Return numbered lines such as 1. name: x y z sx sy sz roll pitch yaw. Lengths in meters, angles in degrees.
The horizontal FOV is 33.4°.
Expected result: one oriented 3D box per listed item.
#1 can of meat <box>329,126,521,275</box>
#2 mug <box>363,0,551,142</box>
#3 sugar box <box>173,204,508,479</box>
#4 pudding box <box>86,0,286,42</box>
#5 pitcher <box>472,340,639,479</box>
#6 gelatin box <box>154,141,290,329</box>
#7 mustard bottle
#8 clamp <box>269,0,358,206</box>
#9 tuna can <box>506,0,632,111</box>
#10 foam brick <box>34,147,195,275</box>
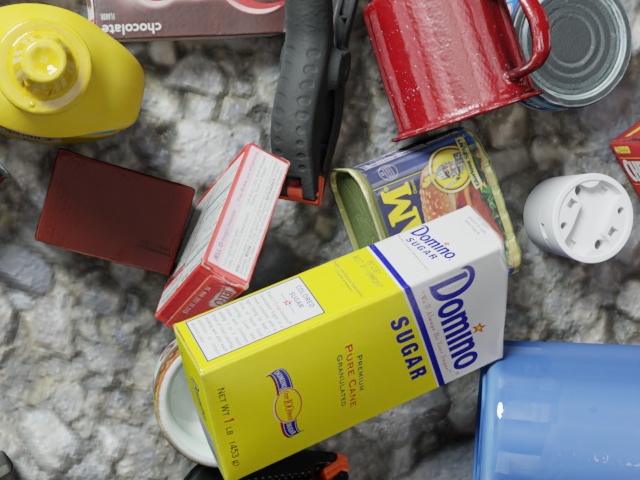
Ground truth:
1. can of meat: 0.065 -0.010 0.647 0.083 0.057 0.102 -22 100 -15
2. mug: 0.081 -0.112 0.616 0.093 0.117 0.081 -21 95 -37
3. sugar box: 0.016 0.055 0.571 0.176 0.048 0.093 -21 134 -14
4. pudding box: -0.078 -0.159 0.605 0.113 0.039 0.090 -6 96 -14
5. pitcher: 0.213 0.131 0.622 0.243 0.149 0.145 4 101 8
6. gelatin box: -0.054 0.001 0.588 0.030 0.073 0.089 27 53 -16
7. mustard bottle: -0.136 -0.078 0.517 0.096 0.192 0.058 12 91 -16
8. clamp: -0.005 -0.105 0.597 0.039 0.120 0.171 9 94 20
9. tuna can: 0.151 -0.125 0.672 0.086 0.034 0.086 -1 95 -15
10. foam brick: -0.117 -0.016 0.600 0.078 0.051 0.053 17 91 -15
